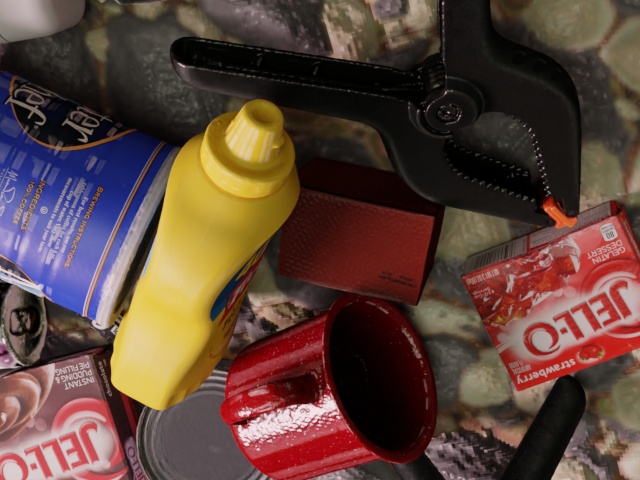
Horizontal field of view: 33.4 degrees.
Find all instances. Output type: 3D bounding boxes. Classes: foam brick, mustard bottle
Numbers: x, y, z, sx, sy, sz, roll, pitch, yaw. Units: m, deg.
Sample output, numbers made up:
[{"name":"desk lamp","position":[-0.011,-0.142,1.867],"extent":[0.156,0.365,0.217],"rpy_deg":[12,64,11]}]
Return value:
[{"name":"foam brick","position":[0.022,-0.006,0.560],"extent":[0.078,0.051,0.053],"rpy_deg":[13,114,9]},{"name":"mustard bottle","position":[-0.053,0.001,0.520],"extent":[0.058,0.096,0.192],"rpy_deg":[29,140,2]}]

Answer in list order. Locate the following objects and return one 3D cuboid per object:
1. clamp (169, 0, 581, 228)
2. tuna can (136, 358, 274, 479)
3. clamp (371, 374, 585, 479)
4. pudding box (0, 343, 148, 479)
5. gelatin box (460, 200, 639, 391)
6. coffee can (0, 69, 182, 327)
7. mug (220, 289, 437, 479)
[{"name":"clamp","position":[0.060,-0.077,0.486],"extent":[0.209,0.036,0.165],"rpy_deg":[32,128,-26]},{"name":"tuna can","position":[-0.062,0.113,0.624],"extent":[0.086,0.033,0.086],"rpy_deg":[0,99,2]},{"name":"clamp","position":[0.092,0.142,0.551],"extent":[0.120,0.171,0.039],"rpy_deg":[-23,136,16]},{"name":"pudding box","position":[-0.166,0.119,0.653],"extent":[0.114,0.039,0.090],"rpy_deg":[-16,94,20]},{"name":"gelatin box","position":[0.129,0.030,0.558],"extent":[0.089,0.030,0.073],"rpy_deg":[-23,104,21]},{"name":"coffee can","position":[-0.153,-0.029,0.557],"extent":[0.140,0.102,0.103],"rpy_deg":[24,114,-4]},{"name":"mug","position":[-0.004,0.083,0.565],"extent":[0.082,0.117,0.093],"rpy_deg":[-25,77,35]}]
